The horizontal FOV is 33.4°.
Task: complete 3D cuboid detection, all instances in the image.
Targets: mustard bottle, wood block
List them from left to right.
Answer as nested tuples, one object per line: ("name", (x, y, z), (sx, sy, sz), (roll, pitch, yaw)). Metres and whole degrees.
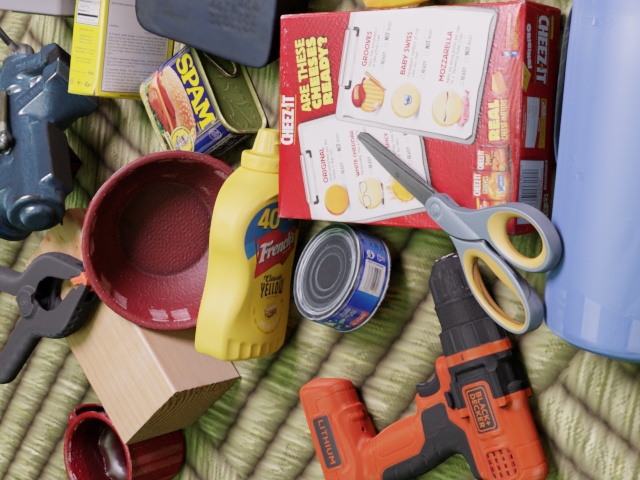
("wood block", (-0.180, 0.075, 1.004), (0.090, 0.090, 0.206), (-46, 68, 30))
("mustard bottle", (-0.055, 0.001, 0.901), (0.058, 0.096, 0.192), (15, 103, 32))

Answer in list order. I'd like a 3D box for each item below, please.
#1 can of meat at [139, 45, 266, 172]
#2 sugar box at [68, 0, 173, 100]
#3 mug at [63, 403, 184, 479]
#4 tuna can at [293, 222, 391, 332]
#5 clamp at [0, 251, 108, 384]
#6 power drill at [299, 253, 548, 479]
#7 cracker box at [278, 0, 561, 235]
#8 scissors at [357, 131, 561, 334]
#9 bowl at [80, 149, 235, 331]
("can of meat", (-0.107, -0.122, 0.954), (0.084, 0.057, 0.102), (-31, 76, 37))
("sugar box", (-0.176, -0.218, 0.974), (0.048, 0.093, 0.176), (12, 100, 36))
("mug", (-0.194, 0.197, 1.031), (0.117, 0.081, 0.093), (34, 113, 29))
("tuna can", (0.016, 0.029, 0.868), (0.086, 0.033, 0.086), (-30, 50, 42))
("clamp", (-0.267, 0.049, 0.986), (0.172, 0.039, 0.120), (-31, 80, 30))
("power drill", (0.073, 0.121, 0.841), (0.188, 0.057, 0.184), (-25, 76, 36))
("cracker box", (0.071, -0.093, 0.815), (0.214, 0.071, 0.164), (5, 97, 37))
("scissors", (0.095, -0.028, 0.729), (0.202, 0.016, 0.096), (57, 141, 22))
("bowl", (-0.133, -0.004, 0.949), (0.055, 0.162, 0.162), (-144, 59, -69))
